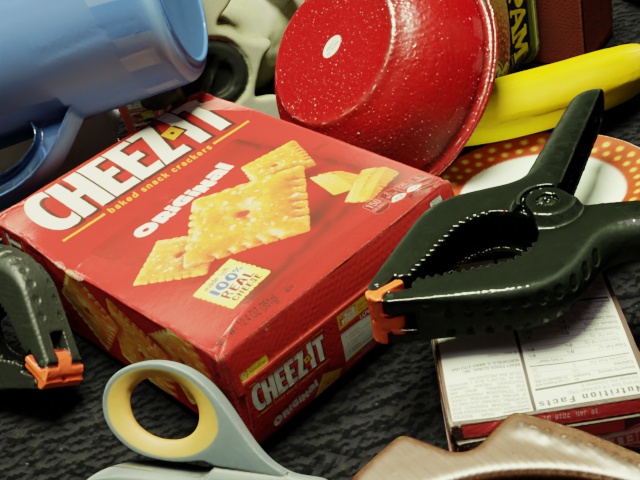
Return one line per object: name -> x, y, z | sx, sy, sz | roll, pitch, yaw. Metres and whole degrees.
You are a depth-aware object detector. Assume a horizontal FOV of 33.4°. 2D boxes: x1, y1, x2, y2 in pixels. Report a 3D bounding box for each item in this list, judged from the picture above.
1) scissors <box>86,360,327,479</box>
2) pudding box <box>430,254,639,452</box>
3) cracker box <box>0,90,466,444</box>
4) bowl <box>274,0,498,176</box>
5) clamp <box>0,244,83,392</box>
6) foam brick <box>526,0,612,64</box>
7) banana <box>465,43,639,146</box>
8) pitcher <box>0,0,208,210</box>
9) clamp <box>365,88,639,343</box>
scissors -> -0.013, 0.092, 0.459 | 0.202, 0.096, 0.016 | -8, -4, 10
pudding box -> 0.099, 0.053, 0.502 | 0.090, 0.039, 0.113 | -9, 38, 4
cracker box -> -0.054, 0.001, 0.590 | 0.164, 0.072, 0.214 | -37, 41, -29
bowl -> 0.024, -0.105, 0.639 | 0.162, 0.055, 0.162 | -15, 68, 39
clamp -> -0.191, 0.019, 0.583 | 0.172, 0.120, 0.039 | 23, 19, 28
foam brick -> 0.167, -0.167, 0.737 | 0.053, 0.078, 0.051 | 15, 46, 33
banana -> 0.139, -0.093, 0.664 | 0.197, 0.037, 0.070 | -15, 21, -11
pitcher -> -0.196, -0.109, 0.654 | 0.243, 0.149, 0.145 | -14, 28, 12
clamp -> 0.119, -0.004, 0.504 | 0.209, 0.036, 0.165 | -30, 36, -24
